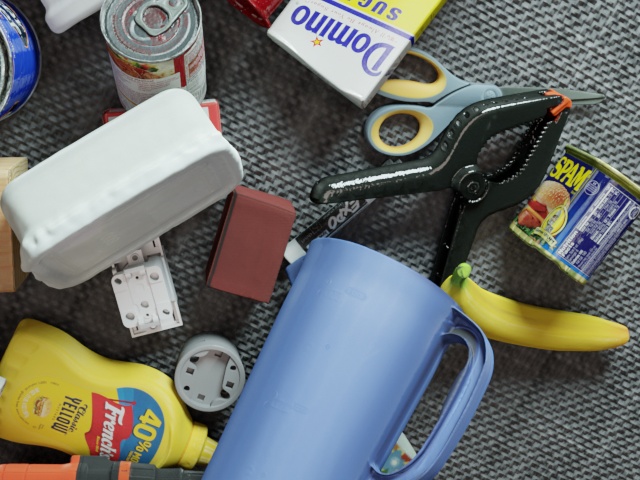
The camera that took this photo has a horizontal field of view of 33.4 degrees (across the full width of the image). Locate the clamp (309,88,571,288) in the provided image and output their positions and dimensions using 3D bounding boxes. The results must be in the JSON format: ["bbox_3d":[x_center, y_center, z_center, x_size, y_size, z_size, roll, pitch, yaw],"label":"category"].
[{"bbox_3d":[0.116,-0.037,0.848,0.210,0.036,0.164,-35,117,1],"label":"clamp"}]

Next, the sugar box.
[{"bbox_3d":[0.049,-0.196,0.801,0.093,0.048,0.176,37,93,3],"label":"sugar box"}]

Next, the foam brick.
[{"bbox_3d":[-0.055,0.001,0.837,0.051,0.053,0.078,16,101,-10],"label":"foam brick"}]

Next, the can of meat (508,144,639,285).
[{"bbox_3d":[0.201,-0.021,0.838,0.057,0.102,0.084,34,98,-13],"label":"can of meat"}]

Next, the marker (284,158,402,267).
[{"bbox_3d":[0.019,-0.024,0.857,0.121,0.020,0.020,-40,104,3],"label":"marker"}]

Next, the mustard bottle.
[{"bbox_3d":[-0.167,0.139,0.851,0.191,0.058,0.096,24,106,-12],"label":"mustard bottle"}]

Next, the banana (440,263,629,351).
[{"bbox_3d":[0.162,0.063,0.865,0.197,0.070,0.037,18,72,-32],"label":"banana"}]

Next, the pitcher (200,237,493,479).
[{"bbox_3d":[0.008,0.132,0.783,0.145,0.149,0.242,32,74,-15],"label":"pitcher"}]

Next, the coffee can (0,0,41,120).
[{"bbox_3d":[-0.255,-0.125,0.741,0.102,0.140,0.103,-1,102,-7],"label":"coffee can"}]

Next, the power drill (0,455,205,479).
[{"bbox_3d":[-0.170,0.253,0.850,0.184,0.057,0.188,3,119,-4],"label":"power drill"}]

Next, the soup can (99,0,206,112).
[{"bbox_3d":[-0.116,-0.132,0.759,0.068,0.102,0.068,1,70,-3],"label":"soup can"}]

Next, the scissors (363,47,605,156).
[{"bbox_3d":[0.121,-0.099,0.855,0.201,0.016,0.096,15,102,-10],"label":"scissors"}]
